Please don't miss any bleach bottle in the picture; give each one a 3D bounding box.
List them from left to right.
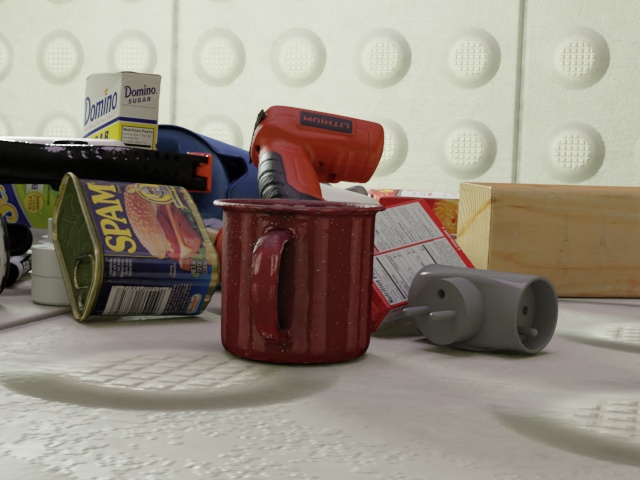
[{"bbox_3d":[-0.289,-0.036,0.895,0.251,0.102,0.068,0,-7,1],"label":"bleach bottle"}]

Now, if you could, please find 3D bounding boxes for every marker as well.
[{"bbox_3d":[-0.246,0.022,0.862,0.020,0.020,0.121,1,5,-7],"label":"marker"}]

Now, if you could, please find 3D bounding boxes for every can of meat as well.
[{"bbox_3d":[-0.122,0.005,0.697,0.083,0.057,0.102,3,39,-29],"label":"can of meat"}]

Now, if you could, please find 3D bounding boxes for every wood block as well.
[{"bbox_3d":[0.226,-0.001,0.898,0.206,0.090,0.091,1,6,-9],"label":"wood block"}]

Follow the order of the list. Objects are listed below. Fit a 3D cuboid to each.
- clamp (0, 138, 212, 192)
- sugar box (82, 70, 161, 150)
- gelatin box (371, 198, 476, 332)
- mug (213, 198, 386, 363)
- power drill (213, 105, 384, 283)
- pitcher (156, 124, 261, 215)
[{"bbox_3d":[-0.182,-0.053,0.746,0.210,0.036,0.164,2,0,-3],"label":"clamp"},{"bbox_3d":[-0.187,-0.064,0.975,0.048,0.176,0.093,-1,6,-33],"label":"sugar box"},{"bbox_3d":[0.048,0.015,0.679,0.089,0.030,0.073,-14,58,-37],"label":"gelatin box"},{"bbox_3d":[-0.015,0.021,0.566,0.093,0.081,0.117,3,4,10],"label":"mug"},{"bbox_3d":[0.016,-0.022,0.778,0.184,0.057,0.187,10,36,-10],"label":"power drill"},{"bbox_3d":[-0.137,-0.047,1.139,0.149,0.145,0.242,25,7,10],"label":"pitcher"}]
